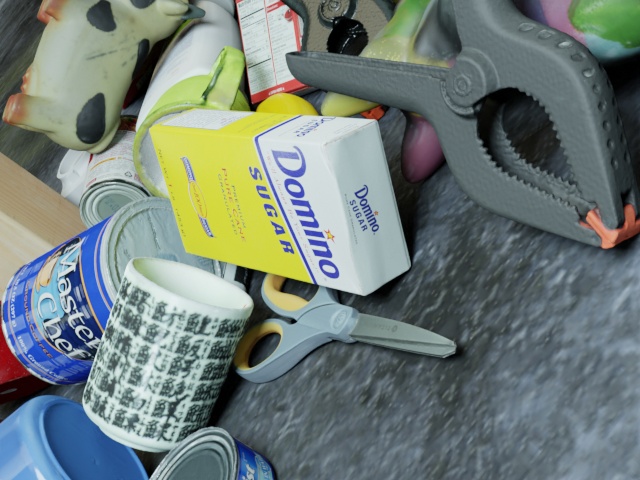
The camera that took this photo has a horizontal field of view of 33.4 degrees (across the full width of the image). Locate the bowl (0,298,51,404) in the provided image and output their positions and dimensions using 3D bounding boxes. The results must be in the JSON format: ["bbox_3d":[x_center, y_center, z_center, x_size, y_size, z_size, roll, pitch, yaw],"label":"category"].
[{"bbox_3d":[-0.255,0.095,0.852,0.162,0.161,0.055,-30,76,35],"label":"bowl"}]

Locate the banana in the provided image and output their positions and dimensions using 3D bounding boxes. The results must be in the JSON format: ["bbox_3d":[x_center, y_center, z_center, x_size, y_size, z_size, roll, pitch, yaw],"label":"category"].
[{"bbox_3d":[-0.023,-0.061,0.763,0.070,0.037,0.198,-38,31,24],"label":"banana"}]

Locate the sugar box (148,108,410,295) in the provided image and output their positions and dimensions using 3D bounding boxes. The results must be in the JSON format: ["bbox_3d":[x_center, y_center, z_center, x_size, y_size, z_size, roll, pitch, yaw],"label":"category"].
[{"bbox_3d":[-0.030,-0.028,0.643,0.048,0.093,0.177,-29,24,-32],"label":"sugar box"}]

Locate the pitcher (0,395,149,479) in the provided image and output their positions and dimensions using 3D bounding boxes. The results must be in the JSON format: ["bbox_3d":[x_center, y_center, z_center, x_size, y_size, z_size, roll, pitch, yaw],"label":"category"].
[{"bbox_3d":[-0.221,0.204,0.662,0.243,0.144,0.149,-42,68,10],"label":"pitcher"}]

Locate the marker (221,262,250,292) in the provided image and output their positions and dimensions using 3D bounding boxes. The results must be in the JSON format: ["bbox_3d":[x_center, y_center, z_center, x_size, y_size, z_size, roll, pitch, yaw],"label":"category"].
[{"bbox_3d":[-0.055,0.001,0.757,0.020,0.020,0.121,-31,35,34],"label":"marker"}]

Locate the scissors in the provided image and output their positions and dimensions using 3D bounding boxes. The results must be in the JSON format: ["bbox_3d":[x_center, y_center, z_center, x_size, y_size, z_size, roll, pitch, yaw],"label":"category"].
[{"bbox_3d":[0.001,0.061,0.609,0.096,0.016,0.202,-54,28,0],"label":"scissors"}]

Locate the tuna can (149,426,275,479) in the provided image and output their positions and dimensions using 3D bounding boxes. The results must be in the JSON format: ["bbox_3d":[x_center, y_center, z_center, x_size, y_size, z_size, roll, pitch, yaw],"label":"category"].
[{"bbox_3d":[-0.064,0.148,0.586,0.086,0.033,0.086,-36,32,27],"label":"tuna can"}]

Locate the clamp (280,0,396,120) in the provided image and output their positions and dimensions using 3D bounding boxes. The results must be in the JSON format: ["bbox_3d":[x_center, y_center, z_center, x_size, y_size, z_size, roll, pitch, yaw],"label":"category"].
[{"bbox_3d":[0.024,-0.168,0.753,0.120,0.039,0.171,-34,63,24],"label":"clamp"}]

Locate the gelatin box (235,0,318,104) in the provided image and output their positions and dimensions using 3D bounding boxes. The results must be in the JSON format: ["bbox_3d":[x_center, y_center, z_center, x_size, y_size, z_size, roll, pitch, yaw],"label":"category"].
[{"bbox_3d":[-0.029,-0.158,0.844,0.073,0.030,0.089,-10,88,51],"label":"gelatin box"}]

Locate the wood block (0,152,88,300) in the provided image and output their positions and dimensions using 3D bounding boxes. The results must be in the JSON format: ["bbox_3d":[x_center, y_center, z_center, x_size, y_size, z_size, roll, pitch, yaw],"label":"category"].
[{"bbox_3d":[-0.290,-0.015,0.924,0.090,0.206,0.091,-41,29,19],"label":"wood block"}]

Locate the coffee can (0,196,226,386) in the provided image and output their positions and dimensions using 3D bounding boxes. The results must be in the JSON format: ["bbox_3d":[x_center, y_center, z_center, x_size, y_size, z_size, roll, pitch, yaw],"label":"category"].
[{"bbox_3d":[-0.148,0.039,0.762,0.141,0.102,0.102,-24,39,42],"label":"coffee can"}]

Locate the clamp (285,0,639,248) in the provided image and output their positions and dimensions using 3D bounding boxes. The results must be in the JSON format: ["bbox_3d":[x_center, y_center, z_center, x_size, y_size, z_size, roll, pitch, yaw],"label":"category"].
[{"bbox_3d":[0.070,-0.074,0.517,0.036,0.210,0.165,-21,-18,-43],"label":"clamp"}]

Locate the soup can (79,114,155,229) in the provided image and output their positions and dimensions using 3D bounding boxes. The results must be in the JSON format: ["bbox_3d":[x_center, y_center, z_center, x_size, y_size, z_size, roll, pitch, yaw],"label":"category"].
[{"bbox_3d":[-0.174,-0.056,0.946,0.069,0.068,0.102,-37,32,25],"label":"soup can"}]

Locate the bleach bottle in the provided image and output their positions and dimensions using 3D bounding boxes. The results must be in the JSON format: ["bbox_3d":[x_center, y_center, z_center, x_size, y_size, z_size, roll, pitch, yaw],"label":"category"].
[{"bbox_3d":[-0.111,-0.178,1.001,0.103,0.068,0.251,-37,29,26],"label":"bleach bottle"}]
